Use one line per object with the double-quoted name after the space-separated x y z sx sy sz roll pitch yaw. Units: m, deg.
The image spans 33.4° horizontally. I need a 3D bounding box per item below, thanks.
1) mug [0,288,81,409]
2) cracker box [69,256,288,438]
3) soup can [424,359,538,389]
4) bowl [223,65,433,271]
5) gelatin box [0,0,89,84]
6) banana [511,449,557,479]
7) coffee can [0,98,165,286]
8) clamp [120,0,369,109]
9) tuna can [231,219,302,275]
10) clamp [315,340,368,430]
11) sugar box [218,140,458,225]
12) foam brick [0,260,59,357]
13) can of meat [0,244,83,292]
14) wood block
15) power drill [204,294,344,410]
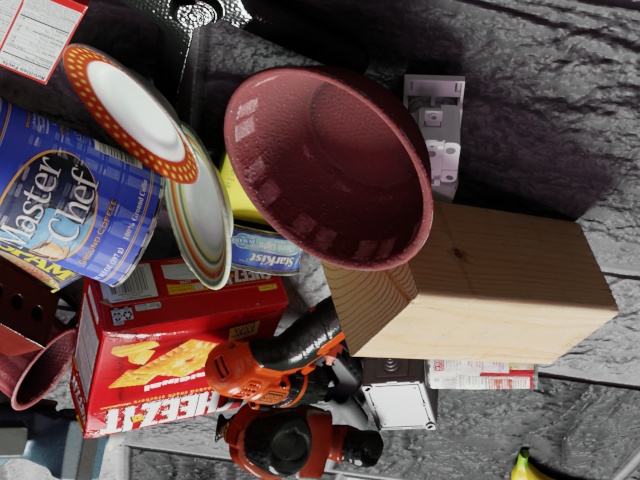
-0.273 0.087 0.989 0.081 0.117 0.093 35 150 11 "mug"
-0.135 0.096 0.973 0.164 0.072 0.214 -8 148 -22 "cracker box"
0.150 0.104 0.994 0.102 0.068 0.068 -1 144 10 "soup can"
0.015 -0.059 0.718 0.162 0.055 0.162 24 139 22 "bowl"
-0.202 -0.153 0.713 0.073 0.030 0.089 21 142 -23 "gelatin box"
0.299 0.302 1.278 0.197 0.037 0.070 22 143 -22 "banana"
-0.203 -0.036 0.813 0.140 0.103 0.103 23 141 -24 "coffee can"
-0.067 -0.156 0.685 0.165 0.036 0.210 -7 147 14 "clamp"
-0.056 0.001 0.865 0.086 0.034 0.086 12 -172 -2 "tuna can"
0.010 0.152 1.103 0.120 0.039 0.172 12 148 -11 "clamp"
0.009 -0.044 0.824 0.176 0.048 0.093 12 144 -8 "sugar box"
-0.271 0.057 0.902 0.051 0.053 0.078 -16 142 35 "foam brick"
-0.248 0.002 0.913 0.102 0.057 0.084 33 139 -32 "can of meat"
0.117 0.034 0.824 0.205 0.091 0.090 7 142 -34 "wood block"
0.012 0.086 0.935 0.188 0.057 0.184 -36 157 15 "power drill"
